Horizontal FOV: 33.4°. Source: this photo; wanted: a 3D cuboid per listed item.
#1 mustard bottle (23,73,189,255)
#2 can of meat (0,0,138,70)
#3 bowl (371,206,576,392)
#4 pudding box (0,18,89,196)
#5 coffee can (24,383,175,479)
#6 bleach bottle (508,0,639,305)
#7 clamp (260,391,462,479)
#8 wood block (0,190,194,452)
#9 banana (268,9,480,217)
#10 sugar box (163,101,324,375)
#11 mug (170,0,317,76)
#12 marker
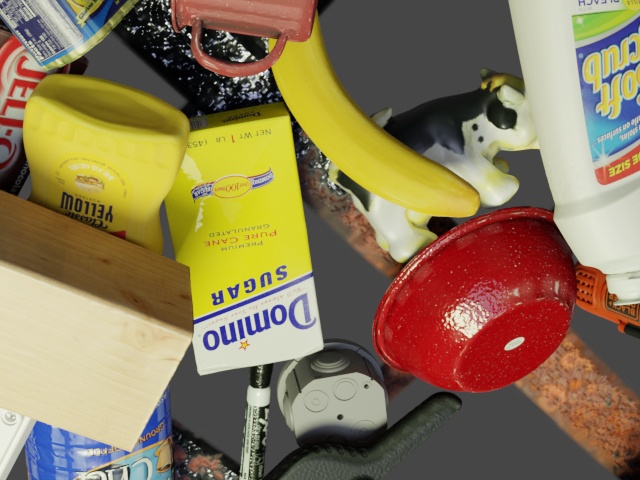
[{"bbox_3d":[-0.148,-0.009,0.687,0.096,0.058,0.192,16,128,-4],"label":"mustard bottle"},{"bbox_3d":[-0.153,-0.160,0.623,0.058,0.102,0.084,-17,121,36],"label":"can of meat"},{"bbox_3d":[0.119,0.054,0.736,0.162,0.055,0.162,-18,139,-17],"label":"bowl"},{"bbox_3d":[-0.207,-0.082,0.654,0.089,0.039,0.113,13,115,-53],"label":"pudding box"},{"bbox_3d":[-0.152,0.149,0.740,0.102,0.103,0.140,-3,111,-8],"label":"coffee can"},{"bbox_3d":[0.181,-0.087,0.668,0.102,0.068,0.251,-11,90,-21],"label":"bleach bottle"},{"bbox_3d":[0.032,0.185,0.752,0.171,0.039,0.120,-16,92,-8],"label":"clamp"},{"bbox_3d":[-0.185,0.031,0.611,0.206,0.090,0.091,23,110,-18],"label":"wood block"},{"bbox_3d":[0.021,-0.082,0.673,0.070,0.037,0.198,-40,76,30],"label":"banana"},{"bbox_3d":[-0.055,0.001,0.729,0.093,0.048,0.176,-11,111,-4],"label":"sugar box"},{"bbox_3d":[-0.042,-0.153,0.632,0.081,0.093,0.117,9,75,0],"label":"mug"},{"bbox_3d":[-0.048,0.136,0.797,0.020,0.020,0.121,2,110,-10],"label":"marker"}]
